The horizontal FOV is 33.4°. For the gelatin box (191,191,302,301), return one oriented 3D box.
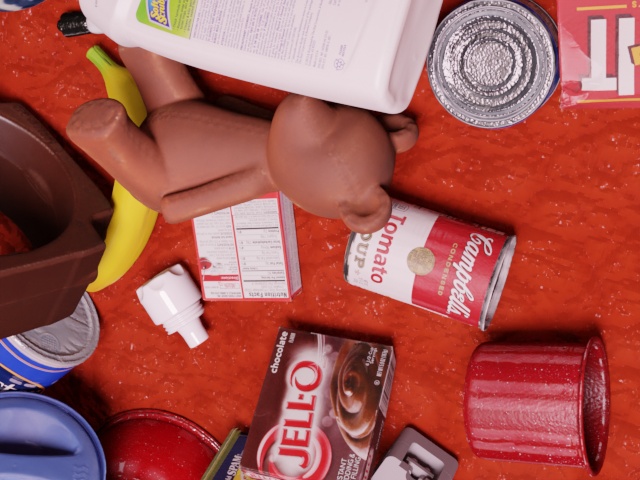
[{"bbox_3d":[-0.055,0.001,0.795,0.073,0.030,0.089,-1,106,20],"label":"gelatin box"}]

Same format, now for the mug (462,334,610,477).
[{"bbox_3d":[0.150,0.117,0.729,0.082,0.093,0.117,-1,143,26],"label":"mug"}]

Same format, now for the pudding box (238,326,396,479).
[{"bbox_3d":[0.000,0.126,0.775,0.090,0.039,0.113,9,65,17],"label":"pudding box"}]

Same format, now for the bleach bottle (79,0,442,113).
[{"bbox_3d":[-0.055,-0.155,0.662,0.251,0.068,0.102,18,94,22],"label":"bleach bottle"}]

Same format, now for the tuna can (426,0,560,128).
[{"bbox_3d":[0.113,-0.116,0.691,0.086,0.033,0.086,6,109,19],"label":"tuna can"}]

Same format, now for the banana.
[{"bbox_3d":[-0.149,-0.046,0.815,0.070,0.037,0.198,20,113,33],"label":"banana"}]

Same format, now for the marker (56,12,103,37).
[{"bbox_3d":[-0.140,-0.162,0.781,0.121,0.020,0.020,-1,106,21],"label":"marker"}]

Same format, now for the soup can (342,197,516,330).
[{"bbox_3d":[0.074,0.013,0.728,0.102,0.068,0.068,19,112,15],"label":"soup can"}]

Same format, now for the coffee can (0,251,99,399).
[{"bbox_3d":[-0.262,0.089,0.861,0.140,0.102,0.103,-37,91,27],"label":"coffee can"}]

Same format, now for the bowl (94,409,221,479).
[{"bbox_3d":[-0.142,0.224,0.885,0.162,0.055,0.162,6,108,19],"label":"bowl"}]

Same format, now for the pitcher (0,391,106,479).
[{"bbox_3d":[-0.263,0.232,0.860,0.149,0.144,0.243,64,148,31],"label":"pitcher"}]
